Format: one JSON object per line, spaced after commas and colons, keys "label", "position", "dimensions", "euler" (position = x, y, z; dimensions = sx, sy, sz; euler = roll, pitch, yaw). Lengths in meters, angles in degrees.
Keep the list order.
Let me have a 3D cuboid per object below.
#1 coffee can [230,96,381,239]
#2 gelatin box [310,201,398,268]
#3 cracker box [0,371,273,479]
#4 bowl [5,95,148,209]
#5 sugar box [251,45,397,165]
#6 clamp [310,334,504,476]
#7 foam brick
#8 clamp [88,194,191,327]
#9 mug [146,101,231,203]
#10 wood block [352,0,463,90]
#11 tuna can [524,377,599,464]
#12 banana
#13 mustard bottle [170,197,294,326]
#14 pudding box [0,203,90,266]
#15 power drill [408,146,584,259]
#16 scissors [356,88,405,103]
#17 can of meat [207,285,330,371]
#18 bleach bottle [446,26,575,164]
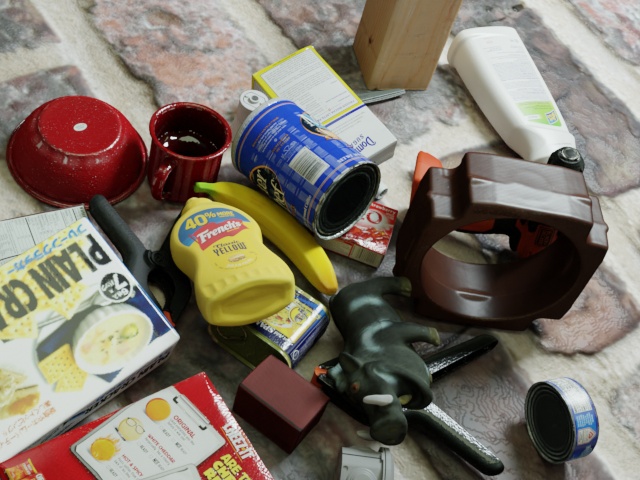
{"label": "coffee can", "position": [-0.017, -0.082, 1.195], "dimensions": [0.102, 0.103, 0.140], "euler": [-31, 57, -33]}
{"label": "gelatin box", "position": [0.038, -0.017, 1.238], "dimensions": [0.089, 0.030, 0.073], "euler": [20, 50, 0]}
{"label": "cracker box", "position": [-0.160, 0.237, 0.961], "dimensions": [0.213, 0.072, 0.164], "euler": [-22, 62, -30]}
{"label": "bowl", "position": [-0.274, -0.113, 1.211], "dimensions": [0.162, 0.055, 0.162], "euler": [7, 52, -10]}
{"label": "sugar box", "position": [0.003, -0.150, 1.298], "dimensions": [0.093, 0.048, 0.176], "euler": [-31, 70, -20]}
{"label": "clamp", "position": [0.095, 0.165, 1.108], "dimensions": [0.209, 0.036, 0.164], "euler": [4, 51, -10]}
{"label": "foam brick", "position": [-0.040, 0.163, 1.063], "dimensions": [0.078, 0.053, 0.051], "euler": [36, 52, 12]}
{"label": "clamp", "position": [-0.188, 0.021, 1.131], "dimensions": [0.120, 0.039, 0.171], "euler": [10, 48, -23]}
{"label": "mug", "position": [-0.157, -0.089, 1.204], "dimensions": [0.093, 0.082, 0.117], "euler": [24, 47, 5]}
{"label": "wood block", "position": [0.115, -0.297, 1.363], "dimensions": [0.090, 0.206, 0.091], "euler": [-3, 54, -18]}
{"label": "tuna can", "position": [0.249, 0.185, 1.104], "dimensions": [0.033, 0.086, 0.086], "euler": [-8, 56, -23]}
{"label": "banana", "position": [-0.053, -0.009, 1.198], "dimensions": [0.198, 0.037, 0.069], "euler": [36, 39, 8]}
{"label": "mustard bottle", "position": [-0.104, 0.010, 1.111], "dimensions": [0.096, 0.058, 0.192], "euler": [-16, 38, -17]}
{"label": "pudding box", "position": [-0.288, 0.015, 1.119], "dimensions": [0.113, 0.039, 0.090], "euler": [-12, 58, -26]}
{"label": "power drill", "position": [0.197, -0.049, 1.221], "dimensions": [0.187, 0.184, 0.057], "euler": [11, 50, 6]}
{"label": "scissors", "position": [0.008, -0.188, 1.372], "dimensions": [0.201, 0.016, 0.096], "euler": [-28, 65, -32]}
{"label": "can of meat", "position": [-0.052, 0.087, 1.116], "dimensions": [0.102, 0.057, 0.083], "euler": [34, 50, 12]}
{"label": "bleach bottle", "position": [0.259, -0.169, 1.398], "dimensions": [0.102, 0.068, 0.251], "euler": [-9, 58, -21]}
